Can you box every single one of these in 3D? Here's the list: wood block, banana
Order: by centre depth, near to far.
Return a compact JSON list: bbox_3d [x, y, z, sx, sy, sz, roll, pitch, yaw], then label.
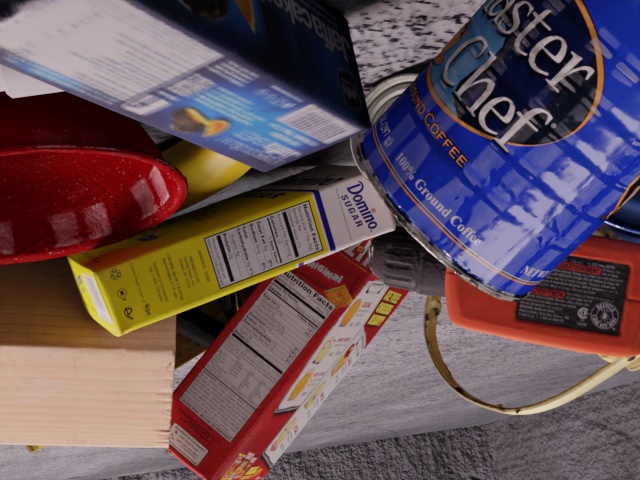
[{"bbox_3d":[-0.100,-0.034,0.609,0.198,0.037,0.069,-17,166,21],"label":"banana"},{"bbox_3d":[-0.197,0.070,0.684,0.206,0.090,0.091,3,125,-9],"label":"wood block"}]

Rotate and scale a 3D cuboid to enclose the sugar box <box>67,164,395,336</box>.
[{"bbox_3d":[-0.054,0.000,0.634,0.176,0.048,0.093,-24,-166,-19],"label":"sugar box"}]

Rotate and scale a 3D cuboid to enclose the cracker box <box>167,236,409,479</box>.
[{"bbox_3d":[-0.024,0.082,0.810,0.213,0.072,0.164,-52,165,-5],"label":"cracker box"}]

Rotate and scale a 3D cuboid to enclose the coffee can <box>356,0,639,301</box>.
[{"bbox_3d":[0.098,-0.058,0.444,0.140,0.103,0.102,-47,150,22],"label":"coffee can"}]

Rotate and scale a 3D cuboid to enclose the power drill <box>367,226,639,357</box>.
[{"bbox_3d":[0.111,0.020,0.604,0.184,0.057,0.187,7,-178,8],"label":"power drill"}]

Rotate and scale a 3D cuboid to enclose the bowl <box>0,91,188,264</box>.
[{"bbox_3d":[-0.149,-0.037,0.526,0.162,0.055,0.162,-10,165,-3],"label":"bowl"}]
